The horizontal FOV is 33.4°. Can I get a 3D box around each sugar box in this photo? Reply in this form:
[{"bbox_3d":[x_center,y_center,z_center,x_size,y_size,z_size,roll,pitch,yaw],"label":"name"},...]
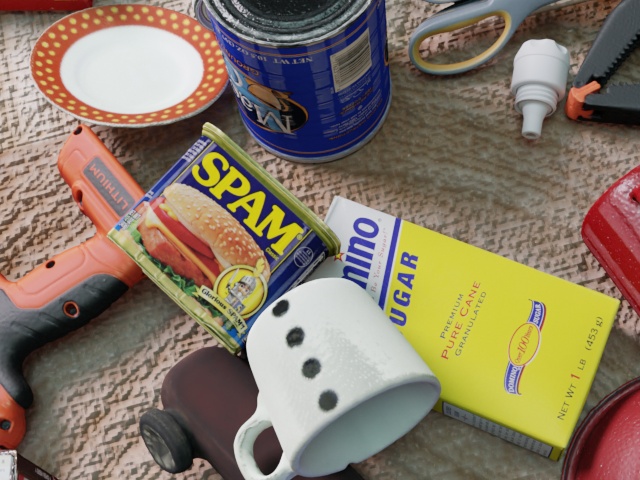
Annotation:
[{"bbox_3d":[0.070,0.048,0.613,0.176,0.048,0.093,21,72,13],"label":"sugar box"}]

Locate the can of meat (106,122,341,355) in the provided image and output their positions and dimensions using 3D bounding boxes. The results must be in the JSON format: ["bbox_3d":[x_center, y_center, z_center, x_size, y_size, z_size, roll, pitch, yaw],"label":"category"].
[{"bbox_3d":[-0.054,0.001,0.590,0.102,0.057,0.084,42,81,7],"label":"can of meat"}]

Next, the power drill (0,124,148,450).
[{"bbox_3d":[-0.191,0.016,0.650,0.187,0.057,0.184,-41,73,-8],"label":"power drill"}]

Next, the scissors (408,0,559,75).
[{"bbox_3d":[0.138,-0.176,0.671,0.202,0.016,0.096,-28,101,13],"label":"scissors"}]

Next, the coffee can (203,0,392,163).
[{"bbox_3d":[-0.010,-0.122,0.640,0.103,0.140,0.103,-2,68,5],"label":"coffee can"}]
